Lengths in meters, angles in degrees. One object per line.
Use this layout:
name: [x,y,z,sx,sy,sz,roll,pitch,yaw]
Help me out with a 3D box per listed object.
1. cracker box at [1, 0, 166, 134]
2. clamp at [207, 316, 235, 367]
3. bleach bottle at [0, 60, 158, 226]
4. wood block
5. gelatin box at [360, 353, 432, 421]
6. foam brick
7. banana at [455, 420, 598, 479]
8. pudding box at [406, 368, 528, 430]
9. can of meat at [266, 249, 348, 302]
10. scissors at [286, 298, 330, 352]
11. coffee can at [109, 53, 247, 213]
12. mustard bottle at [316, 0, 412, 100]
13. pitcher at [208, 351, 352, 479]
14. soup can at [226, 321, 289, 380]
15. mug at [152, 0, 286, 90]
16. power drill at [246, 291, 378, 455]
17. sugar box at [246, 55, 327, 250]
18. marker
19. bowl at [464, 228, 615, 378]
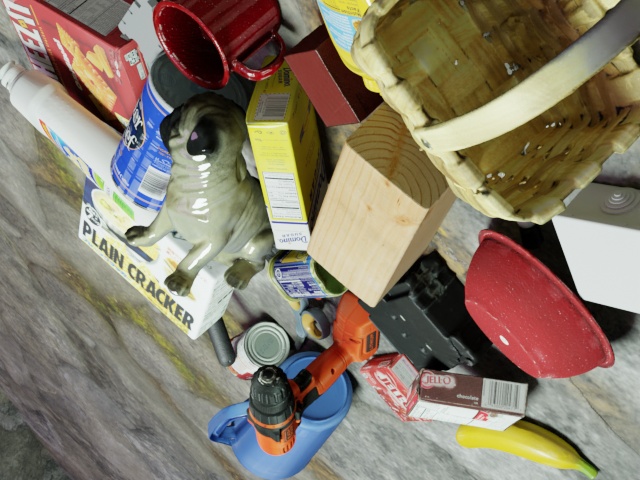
cracker box: [-0.253,-0.210,1.196,0.214,0.072,0.164,31,153,27]
clamp: [-0.164,0.063,1.458,0.165,0.036,0.210,50,154,44]
bleach bottle: [-0.265,-0.111,1.219,0.251,0.068,0.103,41,167,2]
wood block: [0.062,-0.035,0.962,0.090,0.090,0.206,40,154,10]
gelatin box: [0.098,0.178,1.288,0.089,0.030,0.073,50,154,-10]
foam brick: [0.016,-0.144,0.915,0.051,0.053,0.078,3,131,55]
banana: [0.209,0.224,1.180,0.198,0.037,0.069,7,134,53]
pudding box: [0.150,0.166,1.111,0.113,0.039,0.090,10,161,0]
can of meat: [0.007,0.016,1.106,0.057,0.102,0.084,53,151,-18]
scissors: [-0.031,0.098,1.378,0.096,0.016,0.202,59,162,0]
coffee can: [-0.148,-0.110,1.102,0.103,0.102,0.140,42,133,8]
mustard bottle: [0.034,-0.186,0.819,0.096,0.058,0.191,29,151,44]
pitcher: [-0.050,0.241,1.477,0.145,0.149,0.243,43,151,6]
soup can: [-0.090,0.154,1.490,0.068,0.068,0.102,47,154,-3]
mug: [-0.081,-0.189,0.960,0.117,0.081,0.093,38,153,16]
power drill: [-0.011,0.147,1.224,0.057,0.187,0.184,37,155,20]
sugar box: [-0.028,-0.080,1.024,0.048,0.093,0.176,2,141,14]
marker: [0.165,-0.039,0.884,0.020,0.020,0.121,19,144,43]
bowl: [0.177,0.067,0.926,0.162,0.055,0.162,47,173,7]
